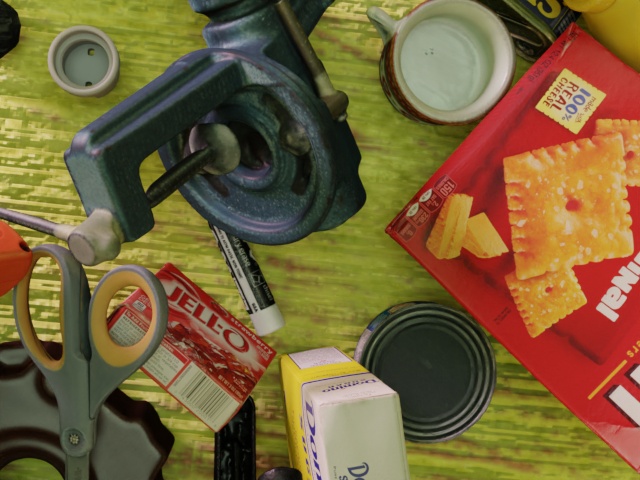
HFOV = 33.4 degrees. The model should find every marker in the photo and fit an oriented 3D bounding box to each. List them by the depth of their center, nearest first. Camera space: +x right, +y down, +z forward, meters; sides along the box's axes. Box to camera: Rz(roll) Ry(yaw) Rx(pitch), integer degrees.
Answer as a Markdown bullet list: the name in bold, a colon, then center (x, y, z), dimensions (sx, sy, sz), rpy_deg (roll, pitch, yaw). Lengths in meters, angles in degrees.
- **marker**: center (-0.054, 0.001, 0.654), dimensions (0.020, 0.020, 0.121), rpy_deg (-25, 93, -5)

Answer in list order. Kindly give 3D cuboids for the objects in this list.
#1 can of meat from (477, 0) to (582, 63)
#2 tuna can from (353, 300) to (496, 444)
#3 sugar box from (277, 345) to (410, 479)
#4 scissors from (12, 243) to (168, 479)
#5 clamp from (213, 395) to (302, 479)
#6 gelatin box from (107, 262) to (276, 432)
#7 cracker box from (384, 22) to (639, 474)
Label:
- **can of meat**: center (0.125, -0.173, 0.651), dimensions (0.102, 0.057, 0.084), rpy_deg (38, 84, -6)
- **tuna can**: center (0.063, 0.080, 0.660), dimensions (0.086, 0.034, 0.086), rpy_deg (0, 91, -6)
- **sugar box**: center (0.010, 0.115, 0.584), dimensions (0.048, 0.176, 0.093), rpy_deg (-8, 92, -6)
- **scissors**: center (-0.116, 0.098, 0.584), dimensions (0.096, 0.016, 0.202), rpy_deg (-11, 95, 15)
- **clamp**: center (-0.050, 0.176, 0.631), dimensions (0.039, 0.120, 0.171), rpy_deg (10, 110, -15)
- **gelatin box**: center (-0.075, 0.059, 0.621), dimensions (0.089, 0.073, 0.030), rpy_deg (41, 111, -1)
- **cracker box**: center (0.167, 0.009, 0.601), dimensions (0.164, 0.072, 0.214), rpy_deg (-47, 69, 6)
